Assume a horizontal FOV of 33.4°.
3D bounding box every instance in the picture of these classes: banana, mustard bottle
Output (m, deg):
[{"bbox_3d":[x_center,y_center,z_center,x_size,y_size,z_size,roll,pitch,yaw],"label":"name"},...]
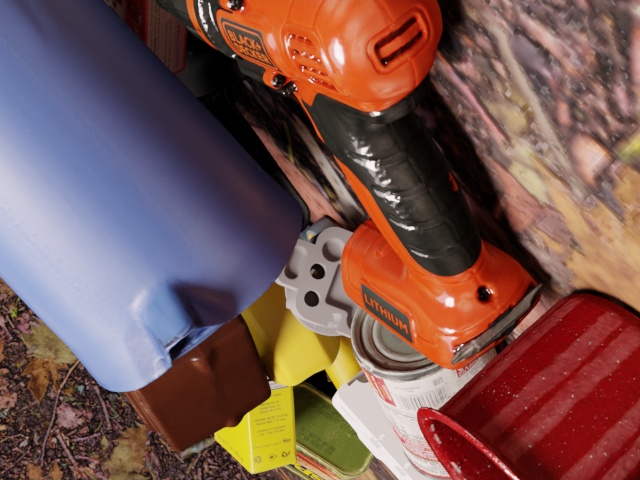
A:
[{"bbox_3d":[0.048,0.143,0.856,0.070,0.037,0.197,32,158,51],"label":"banana"},{"bbox_3d":[-0.054,0.001,0.721,0.191,0.058,0.096,62,178,-13],"label":"mustard bottle"}]

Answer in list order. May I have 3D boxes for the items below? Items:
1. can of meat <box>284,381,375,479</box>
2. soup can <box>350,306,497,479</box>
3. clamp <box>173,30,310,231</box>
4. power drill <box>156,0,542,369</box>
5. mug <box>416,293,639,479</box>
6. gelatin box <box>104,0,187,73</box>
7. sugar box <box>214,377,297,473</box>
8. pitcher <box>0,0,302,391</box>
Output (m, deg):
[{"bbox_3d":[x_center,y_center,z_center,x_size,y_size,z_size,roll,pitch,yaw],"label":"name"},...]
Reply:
[{"bbox_3d":[-0.006,0.168,0.924,0.102,0.057,0.084,33,157,-4],"label":"can of meat"},{"bbox_3d":[0.062,0.073,0.561,0.069,0.068,0.102,37,161,44],"label":"soup can"},{"bbox_3d":[-0.062,-0.074,0.608,0.172,0.039,0.120,36,144,50],"label":"clamp"},{"bbox_3d":[0.007,-0.044,0.444,0.185,0.057,0.187,36,162,54],"label":"power drill"},{"bbox_3d":[0.104,0.078,0.410,0.093,0.081,0.117,57,165,-27],"label":"mug"},{"bbox_3d":[-0.098,-0.134,0.537,0.073,0.030,0.089,46,148,25],"label":"gelatin box"},{"bbox_3d":[-0.058,0.082,0.834,0.093,0.048,0.176,-164,66,-65],"label":"sugar box"},{"bbox_3d":[-0.132,-0.059,0.496,0.149,0.144,0.242,-12,126,47],"label":"pitcher"}]
